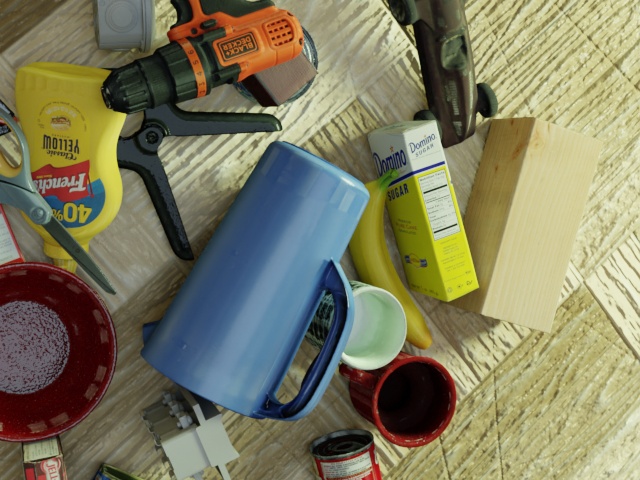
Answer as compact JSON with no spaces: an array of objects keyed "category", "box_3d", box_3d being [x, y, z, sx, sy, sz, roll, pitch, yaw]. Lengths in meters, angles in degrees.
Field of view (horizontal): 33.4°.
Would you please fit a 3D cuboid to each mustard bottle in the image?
[{"category":"mustard bottle","box_3d":[-0.226,-0.059,0.960,0.096,0.058,0.192,8,110,4]}]

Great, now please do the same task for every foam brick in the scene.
[{"category":"foam brick","box_3d":[-0.051,-0.169,0.993,0.051,0.053,0.078,-43,109,-11]}]

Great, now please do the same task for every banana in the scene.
[{"category":"banana","box_3d":[0.064,0.022,1.085,0.037,0.070,0.198,-31,116,-38]}]

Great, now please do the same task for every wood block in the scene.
[{"category":"wood block","box_3d":[0.209,-0.017,1.121,0.090,0.090,0.206,16,89,-21]}]

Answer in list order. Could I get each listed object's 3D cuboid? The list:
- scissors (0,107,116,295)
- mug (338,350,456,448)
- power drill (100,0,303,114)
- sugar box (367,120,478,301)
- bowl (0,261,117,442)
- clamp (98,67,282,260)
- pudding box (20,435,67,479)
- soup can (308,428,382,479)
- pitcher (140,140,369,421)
[{"category":"scissors","box_3d":[-0.266,-0.023,0.935,0.096,0.016,0.202,-24,101,9]},{"category":"mug","box_3d":[0.070,0.152,1.091,0.117,0.082,0.093,23,87,-21]},{"category":"power drill","box_3d":[-0.125,-0.214,0.912,0.184,0.057,0.187,-23,95,-20]},{"category":"sugar box","box_3d":[0.102,-0.032,1.079,0.048,0.093,0.176,-22,102,-17]},{"category":"bowl","box_3d":[-0.270,0.099,0.972,0.162,0.055,0.162,0,89,-20]},{"category":"clamp","box_3d":[-0.161,-0.087,1.007,0.209,0.036,0.164,27,92,-17]},{"category":"pudding box","box_3d":[-0.247,0.223,0.966,0.039,0.114,0.090,-7,98,-18]},{"category":"soup can","box_3d":[0.031,0.254,1.094,0.068,0.069,0.102,-15,101,-18]},{"category":"pitcher","box_3d":[-0.046,0.039,0.991,0.149,0.145,0.243,29,90,-20]}]
